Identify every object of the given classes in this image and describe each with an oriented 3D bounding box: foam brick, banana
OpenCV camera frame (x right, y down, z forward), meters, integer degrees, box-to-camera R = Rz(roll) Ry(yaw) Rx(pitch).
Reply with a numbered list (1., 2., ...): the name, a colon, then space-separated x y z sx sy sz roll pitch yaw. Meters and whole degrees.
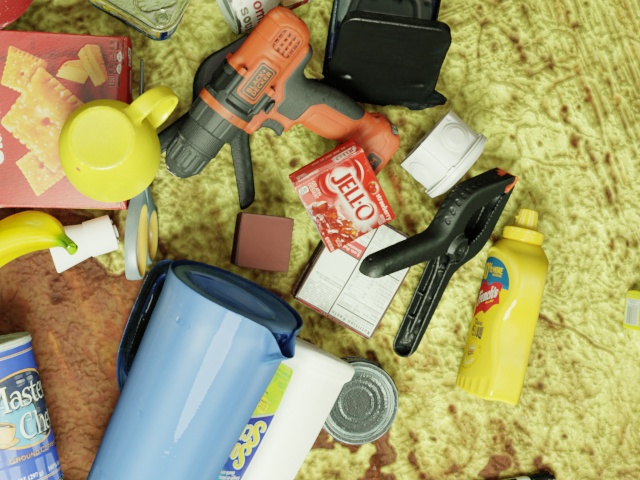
1. foam brick: -0.057 0.001 1.032 0.051 0.078 0.053 8 90 -8
2. banana: -0.310 0.022 0.992 0.198 0.069 0.037 -28 132 17

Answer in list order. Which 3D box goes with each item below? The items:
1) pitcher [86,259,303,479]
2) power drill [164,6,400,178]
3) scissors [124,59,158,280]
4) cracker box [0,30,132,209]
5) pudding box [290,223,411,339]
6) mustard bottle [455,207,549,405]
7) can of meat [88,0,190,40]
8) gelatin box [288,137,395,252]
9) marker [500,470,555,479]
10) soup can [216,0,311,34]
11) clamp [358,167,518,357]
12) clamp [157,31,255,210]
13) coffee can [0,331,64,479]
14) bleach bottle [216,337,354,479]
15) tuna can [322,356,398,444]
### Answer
1. pitcher: -0.131 0.144 0.994 0.145 0.149 0.243 25 100 -9
2. power drill: -0.031 -0.100 1.005 0.187 0.057 0.184 33 104 -33
3. scissors: -0.167 -0.061 1.014 0.016 0.096 0.202 2 82 4
4. cracker box: -0.284 -0.111 0.996 0.213 0.072 0.164 1 91 -8
5. pudding box: 0.037 0.030 1.068 0.090 0.039 0.113 31 89 -9
6. mustard bottle: 0.186 0.062 1.062 0.058 0.096 0.191 14 89 -9
7. can of meat: -0.174 -0.233 1.003 0.102 0.084 0.057 30 87 -9
8. gelatin box: 0.021 -0.042 1.006 0.073 0.030 0.089 -28 126 0
9. marker: 0.186 0.257 1.107 0.121 0.020 0.020 -8 93 -9
10. soup can: -0.049 -0.250 1.030 0.102 0.068 0.068 -27 95 -8
11. clamp: 0.119 0.002 1.044 0.036 0.164 0.210 32 77 33
12. clamp: -0.105 -0.125 1.041 0.120 0.039 0.171 14 92 -14
13. coffee can: -0.303 0.165 0.985 0.102 0.103 0.140 -13 94 -9
14. bleach bottle: -0.061 0.215 1.025 0.068 0.103 0.251 26 87 -35
15. tuna can: 0.035 0.161 1.073 0.086 0.034 0.086 0 92 -9
